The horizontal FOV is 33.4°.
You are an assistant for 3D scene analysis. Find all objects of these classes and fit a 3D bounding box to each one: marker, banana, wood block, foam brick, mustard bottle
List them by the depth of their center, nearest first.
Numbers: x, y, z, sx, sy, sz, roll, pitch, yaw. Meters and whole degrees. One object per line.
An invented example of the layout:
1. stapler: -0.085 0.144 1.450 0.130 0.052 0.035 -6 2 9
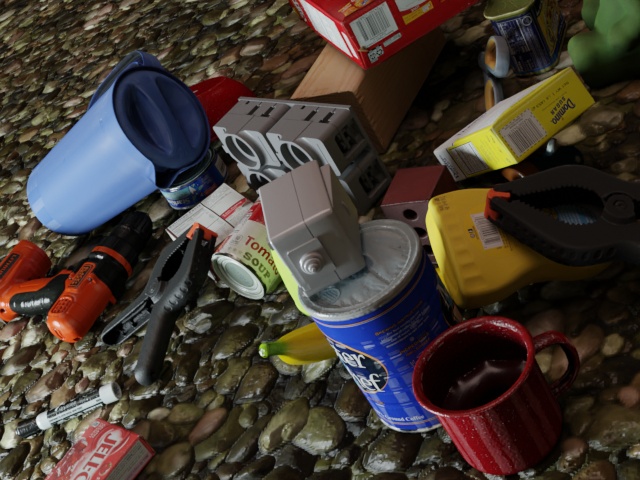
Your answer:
1. mustard bottle: 0.190 -0.011 0.878 0.191 0.058 0.096 -14 62 -7
2. banana: 0.044 0.069 0.929 0.198 0.037 0.069 -24 -5 0
3. foam brick: 0.100 -0.024 0.985 0.053 0.078 0.051 -4 40 36
4. marker: -0.257 0.173 1.081 0.121 0.020 0.020 -24 33 14
5. wood block: 0.059 -0.197 1.236 0.090 0.090 0.205 -2 43 36

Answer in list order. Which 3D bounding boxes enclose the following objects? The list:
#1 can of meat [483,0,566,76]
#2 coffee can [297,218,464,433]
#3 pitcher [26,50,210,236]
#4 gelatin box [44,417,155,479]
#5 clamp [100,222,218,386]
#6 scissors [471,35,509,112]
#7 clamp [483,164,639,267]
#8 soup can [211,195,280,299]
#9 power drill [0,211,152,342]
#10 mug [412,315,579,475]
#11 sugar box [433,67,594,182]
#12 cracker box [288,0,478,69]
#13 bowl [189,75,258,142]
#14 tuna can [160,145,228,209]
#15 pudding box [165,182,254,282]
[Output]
1. can of meat: 0.226 -0.240 1.158 0.058 0.084 0.102 -9 39 32
2. coffee can: 0.059 0.068 0.840 0.103 0.140 0.103 -22 34 16
3. pitcher: -0.254 -0.107 1.294 0.243 0.145 0.149 -30 17 41
4. gelatin box: -0.206 0.210 0.979 0.073 0.030 0.089 9 51 46
5. clamp: -0.167 0.059 1.107 0.120 0.039 0.171 18 77 48
6. scissors: 0.181 -0.177 1.162 0.016 0.096 0.202 0 5 0
7. clamp: 0.232 -0.008 0.815 0.210 0.036 0.164 2 50 4
8. soup can: -0.057 0.001 1.093 0.069 0.068 0.102 6 49 44
9. power drill: -0.301 0.037 1.263 0.188 0.057 0.184 -2 44 39
10. mug: 0.135 0.109 0.776 0.117 0.081 0.093 -33 32 0
11. sugar box: 0.174 -0.102 0.989 0.093 0.048 0.176 -37 2 -9
12. cracker box: 0.066 -0.286 1.198 0.164 0.072 0.214 -33 33 -4
13. bowl: -0.152 -0.168 1.374 0.162 0.055 0.162 -22 20 8
14. tuna can: -0.158 -0.079 1.316 0.086 0.033 0.086 -22 34 16
15. pudding box: -0.111 -0.011 1.184 0.090 0.039 0.114 -40 31 -10
